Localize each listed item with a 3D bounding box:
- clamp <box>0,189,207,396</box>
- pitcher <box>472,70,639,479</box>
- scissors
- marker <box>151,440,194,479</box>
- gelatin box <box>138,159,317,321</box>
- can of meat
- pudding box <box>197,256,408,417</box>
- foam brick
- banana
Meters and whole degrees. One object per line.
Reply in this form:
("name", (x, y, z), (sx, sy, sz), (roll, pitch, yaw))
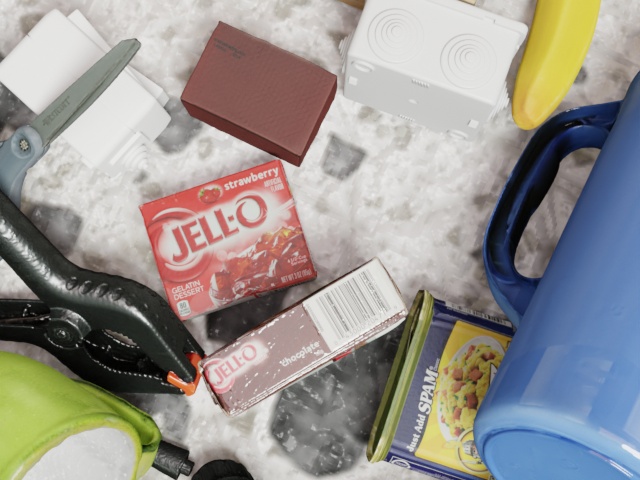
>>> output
("clamp", (-0.142, 0.033, 0.600), (0.171, 0.120, 0.039), (18, 45, -2))
("pitcher", (0.164, 0.022, 0.534), (0.145, 0.149, 0.242), (41, 61, -9))
("scissors", (-0.178, -0.062, 0.593), (0.096, 0.016, 0.202), (42, 120, 8))
("marker", (-0.130, 0.109, 0.628), (0.121, 0.020, 0.020), (24, 87, 3))
("gelatin box", (-0.054, 0.001, 0.629), (0.089, 0.030, 0.073), (-18, 85, 0))
("can of meat", (0.081, 0.089, 0.607), (0.084, 0.057, 0.102), (18, 87, 0))
("pudding box", (-0.009, 0.053, 0.595), (0.113, 0.090, 0.039), (-29, 87, -2))
("foam brick", (-0.034, -0.084, 0.624), (0.078, 0.051, 0.053), (26, 86, 3))
("banana", (0.139, -0.161, 0.623), (0.069, 0.037, 0.198), (2, 91, -37))
